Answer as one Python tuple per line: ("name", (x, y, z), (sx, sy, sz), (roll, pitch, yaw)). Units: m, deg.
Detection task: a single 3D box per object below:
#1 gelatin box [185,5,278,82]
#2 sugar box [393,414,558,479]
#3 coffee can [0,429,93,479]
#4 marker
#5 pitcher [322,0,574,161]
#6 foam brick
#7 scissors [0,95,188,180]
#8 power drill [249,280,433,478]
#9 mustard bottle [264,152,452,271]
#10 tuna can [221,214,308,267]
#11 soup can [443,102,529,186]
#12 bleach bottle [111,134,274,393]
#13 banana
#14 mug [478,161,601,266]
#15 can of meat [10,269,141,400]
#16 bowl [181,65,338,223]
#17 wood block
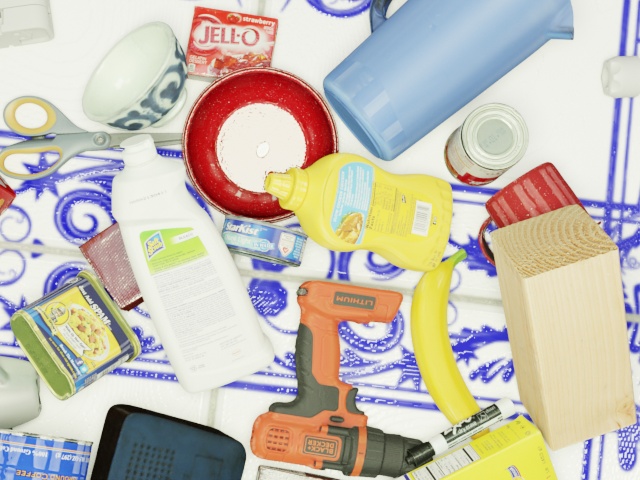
("gelatin box", (-0.093, -0.198, 1.103), (0.089, 0.030, 0.073), (10, 84, -2))
("sugar box", (0.143, 0.252, 1.043), (0.176, 0.048, 0.093), (-27, 111, -8))
("coffee can", (-0.273, 0.250, 0.987), (0.103, 0.103, 0.140), (8, 78, -1))
("marker", (0.136, 0.188, 1.045), (0.121, 0.020, 0.020), (-26, 86, -14))
("pitcher", (0.117, -0.200, 1.070), (0.243, 0.149, 0.145), (-40, 112, -2))
("foam brick", (-0.195, 0.026, 1.067), (0.051, 0.053, 0.078), (-35, 86, -5))
("scissors", (-0.238, -0.119, 1.098), (0.201, 0.016, 0.096), (-17, 85, -4))
("power drill", (0.032, 0.139, 1.061), (0.184, 0.057, 0.187), (10, 83, -9))
("mustard bottle", (0.035, -0.034, 1.045), (0.191, 0.058, 0.096), (14, 82, -24))
("tuna can", (-0.057, 0.001, 1.058), (0.086, 0.086, 0.034), (14, 86, -1))
("soup can", (0.165, -0.095, 1.066), (0.068, 0.102, 0.068), (0, 84, -3))
("bleach bottle", (-0.126, 0.017, 1.007), (0.102, 0.068, 0.251), (-21, 114, -10))
("banana", (0.128, 0.108, 1.078), (0.069, 0.037, 0.198), (-6, 85, -3))
("mug", (0.211, -0.019, 1.075), (0.117, 0.093, 0.081), (-37, 81, 27))
("can of meat", (-0.240, 0.093, 1.039), (0.083, 0.058, 0.102), (-33, 86, -38))
("bowl", (-0.059, -0.094, 1.067), (0.162, 0.055, 0.162), (0, 97, -4))
("wood block", (0.230, 0.083, 1.007), (0.091, 0.090, 0.206), (-18, 122, -4))
